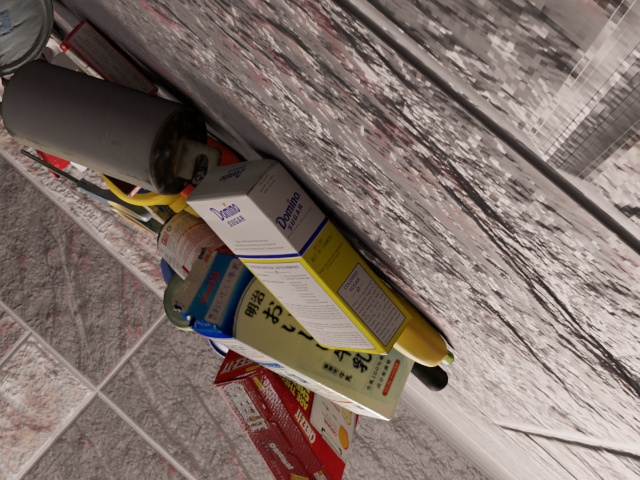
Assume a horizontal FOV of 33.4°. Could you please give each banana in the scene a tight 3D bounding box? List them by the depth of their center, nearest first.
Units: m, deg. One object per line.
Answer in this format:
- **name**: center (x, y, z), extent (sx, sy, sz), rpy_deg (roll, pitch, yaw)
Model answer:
- **banana**: center (0.040, 0.050, 0.920), extent (0.198, 0.037, 0.070), rpy_deg (42, 172, -2)

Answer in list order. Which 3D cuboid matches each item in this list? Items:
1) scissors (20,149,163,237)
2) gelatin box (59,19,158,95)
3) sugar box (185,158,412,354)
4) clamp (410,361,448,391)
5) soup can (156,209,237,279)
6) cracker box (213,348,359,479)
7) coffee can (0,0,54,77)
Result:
- **scissors**: center (-0.263, -0.062, 1.219), extent (0.201, 0.016, 0.096), rpy_deg (31, 168, -1)
- **gelatin box**: center (-0.190, -0.156, 0.958), extent (0.089, 0.030, 0.073), rpy_deg (43, 173, -16)
- **sugar box**: center (-0.016, 0.014, 0.826), extent (0.094, 0.048, 0.176), rpy_deg (-1, 133, 54)
- **clamp**: center (0.057, 0.090, 1.128), extent (0.171, 0.039, 0.120), rpy_deg (46, 168, -10)
- **soup can**: center (-0.118, 0.018, 1.123), extent (0.102, 0.068, 0.068), rpy_deg (41, 175, 36)
- **cracker box**: center (-0.024, 0.144, 1.152), extent (0.164, 0.072, 0.213), rpy_deg (60, -154, -21)
- **coffee can**: center (-0.320, -0.221, 0.969), extent (0.140, 0.103, 0.102), rpy_deg (37, 173, 39)
